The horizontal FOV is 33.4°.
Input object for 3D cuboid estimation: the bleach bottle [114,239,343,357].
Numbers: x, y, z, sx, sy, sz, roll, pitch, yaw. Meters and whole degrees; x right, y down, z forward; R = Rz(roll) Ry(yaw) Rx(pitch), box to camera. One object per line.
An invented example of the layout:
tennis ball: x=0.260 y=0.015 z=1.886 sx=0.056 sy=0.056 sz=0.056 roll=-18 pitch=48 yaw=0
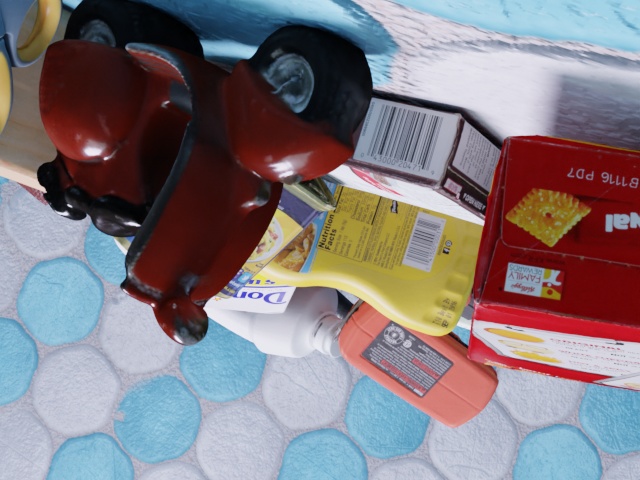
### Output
bleach bottle: x=-0.066 y=0.023 z=0.916 sx=0.251 sy=0.102 sz=0.068 roll=29 pitch=163 yaw=36

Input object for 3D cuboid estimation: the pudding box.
pudding box: x=0.032 y=-0.044 z=0.533 sx=0.114 sy=0.039 sz=0.089 roll=19 pitch=179 yaw=31

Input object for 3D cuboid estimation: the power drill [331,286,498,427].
power drill: x=0.088 y=0.051 z=0.763 sx=0.184 sy=0.057 sz=0.187 roll=33 pitch=-155 yaw=-6

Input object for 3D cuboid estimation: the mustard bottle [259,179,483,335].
mustard bottle: x=0.003 y=-0.015 z=0.649 sx=0.191 sy=0.096 sz=0.058 roll=19 pitch=173 yaw=1

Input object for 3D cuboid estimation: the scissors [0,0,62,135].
scissors: x=-0.131 y=-0.108 z=0.432 sx=0.016 sy=0.096 sz=0.202 roll=27 pitch=146 yaw=0
